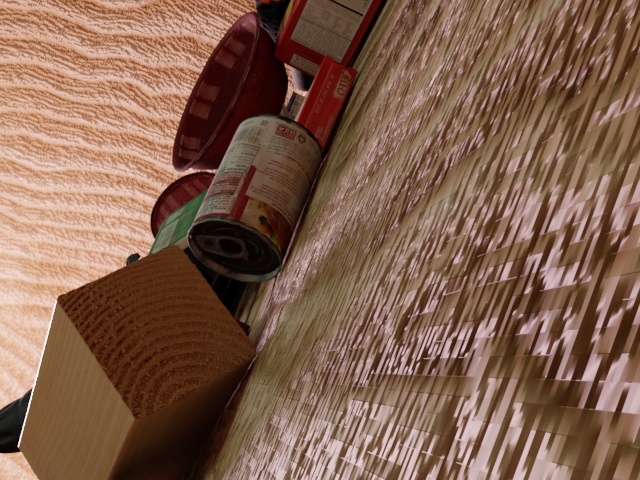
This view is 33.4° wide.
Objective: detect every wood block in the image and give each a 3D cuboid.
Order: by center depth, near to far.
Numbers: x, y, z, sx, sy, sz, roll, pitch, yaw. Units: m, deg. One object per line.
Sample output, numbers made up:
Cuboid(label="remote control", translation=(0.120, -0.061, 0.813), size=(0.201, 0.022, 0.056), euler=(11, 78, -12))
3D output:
Cuboid(label="wood block", translation=(-0.126, 0.107, 0.697), size=(0.090, 0.091, 0.206), euler=(-27, -21, -35))

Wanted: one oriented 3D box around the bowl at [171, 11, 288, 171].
Cuboid(label="bowl", translation=(-0.076, -0.126, 0.980), size=(0.162, 0.055, 0.162), euler=(-48, 27, 35))

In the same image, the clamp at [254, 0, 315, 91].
Cuboid(label="clamp", translation=(-0.024, -0.222, 1.052), size=(0.209, 0.036, 0.165), euler=(-38, -41, -70))

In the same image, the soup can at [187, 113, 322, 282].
Cuboid(label="soup can", translation=(-0.044, -0.031, 0.750), size=(0.069, 0.068, 0.102), euler=(121, 171, -55))

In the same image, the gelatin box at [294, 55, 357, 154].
Cuboid(label="gelatin box", translation=(-0.005, -0.089, 0.823), size=(0.089, 0.030, 0.073), euler=(128, 166, -68))

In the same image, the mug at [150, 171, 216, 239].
Cuboid(label="mug", translation=(-0.104, -0.002, 1.056), size=(0.093, 0.117, 0.082), euler=(-40, 48, -6))

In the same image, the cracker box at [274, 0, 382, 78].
Cuboid(label="cracker box", translation=(0.039, -0.262, 0.900), size=(0.214, 0.072, 0.164), euler=(121, 171, -52))

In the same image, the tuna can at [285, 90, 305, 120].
Cuboid(label="tuna can", translation=(-0.034, -0.126, 1.227), size=(0.086, 0.033, 0.086), euler=(-157, 91, -84))
